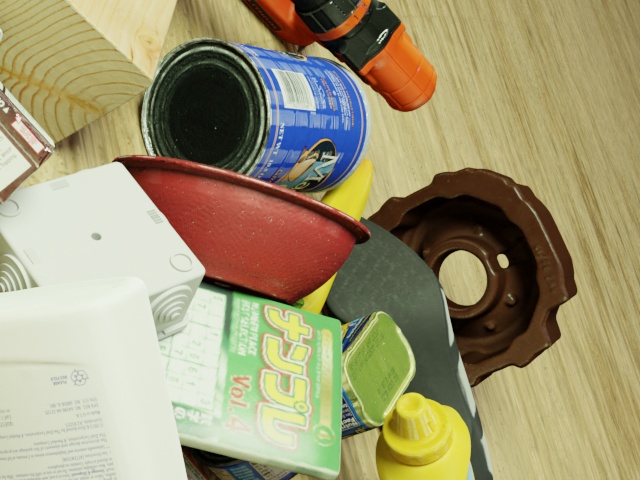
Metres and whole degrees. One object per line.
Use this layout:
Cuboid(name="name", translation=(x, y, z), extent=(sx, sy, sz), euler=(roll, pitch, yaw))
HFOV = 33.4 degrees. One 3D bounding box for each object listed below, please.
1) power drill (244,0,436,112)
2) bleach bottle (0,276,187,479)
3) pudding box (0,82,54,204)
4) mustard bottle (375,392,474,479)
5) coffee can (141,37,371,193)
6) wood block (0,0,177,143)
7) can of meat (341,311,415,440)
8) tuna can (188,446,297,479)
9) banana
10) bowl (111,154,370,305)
Cuboid(name="power drill", translation=(-0.008, -0.187, 0.833), extent=(0.184, 0.057, 0.188), euler=(42, 2, -37))
Cuboid(name="bleach bottle", translation=(-0.102, 0.146, 0.465), extent=(0.068, 0.103, 0.251), euler=(-39, 120, -74))
Cuboid(name="pudding box", translation=(-0.177, -0.070, 0.518), extent=(0.090, 0.039, 0.114), euler=(51, -11, -23))
Cuboid(name="mustard bottle", translation=(0.072, 0.160, 0.673), extent=(0.096, 0.058, 0.191), euler=(-80, 161, -44))
Cuboid(name="coffee can", translation=(-0.041, -0.083, 0.744), extent=(0.140, 0.103, 0.103), euler=(-6, 74, -60))
Cuboid(name="wood block", translation=(-0.144, -0.170, 0.654), extent=(0.090, 0.090, 0.206), euler=(44, 36, -33))
Cuboid(name="can of meat", translation=(0.007, 0.095, 0.705), extent=(0.057, 0.084, 0.102), euler=(60, 29, -9))
Cuboid(name="tuna can", translation=(-0.035, 0.104, 0.626), extent=(0.033, 0.086, 0.086), euler=(52, 31, -31))
Cuboid(name="banana", translation=(0.000, 0.012, 0.776), extent=(0.037, 0.070, 0.197), euler=(35, 36, -9))
Cuboid(name="bowl", translation=(-0.054, 0.001, 0.642), extent=(0.161, 0.162, 0.055), euler=(25, 77, -50))
